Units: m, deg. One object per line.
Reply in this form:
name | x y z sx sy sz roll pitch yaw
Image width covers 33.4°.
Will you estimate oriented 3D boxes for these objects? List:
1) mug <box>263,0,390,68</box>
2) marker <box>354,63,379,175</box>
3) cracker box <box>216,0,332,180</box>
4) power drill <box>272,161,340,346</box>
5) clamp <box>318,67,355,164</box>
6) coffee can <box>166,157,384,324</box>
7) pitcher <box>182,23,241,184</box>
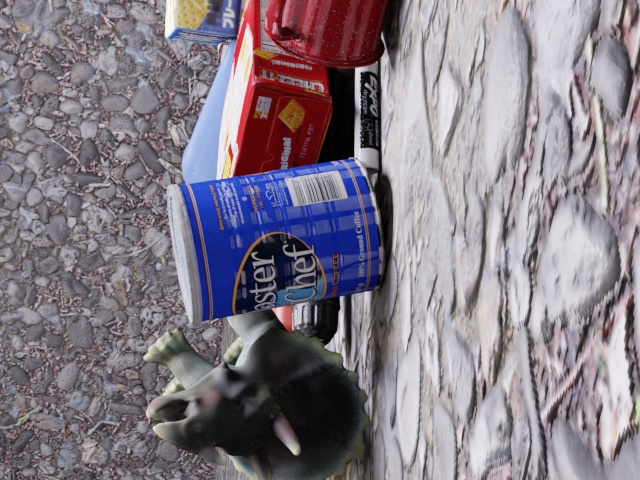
mug | 0.003 -0.179 0.769 0.093 0.117 0.082 36 132 27
marker | 0.035 -0.110 0.824 0.020 0.020 0.121 116 156 -72
cracker box | -0.044 -0.106 0.929 0.213 0.072 0.164 -96 19 -55
power drill | -0.012 0.035 1.007 0.188 0.057 0.184 115 161 -64
clamp | 0.017 -0.086 0.895 0.120 0.039 0.171 103 165 -77
coffee can | -0.035 -0.001 0.784 0.103 0.140 0.103 170 90 -78
pitcher | -0.062 -0.128 1.170 0.243 0.149 0.145 120 168 -58
